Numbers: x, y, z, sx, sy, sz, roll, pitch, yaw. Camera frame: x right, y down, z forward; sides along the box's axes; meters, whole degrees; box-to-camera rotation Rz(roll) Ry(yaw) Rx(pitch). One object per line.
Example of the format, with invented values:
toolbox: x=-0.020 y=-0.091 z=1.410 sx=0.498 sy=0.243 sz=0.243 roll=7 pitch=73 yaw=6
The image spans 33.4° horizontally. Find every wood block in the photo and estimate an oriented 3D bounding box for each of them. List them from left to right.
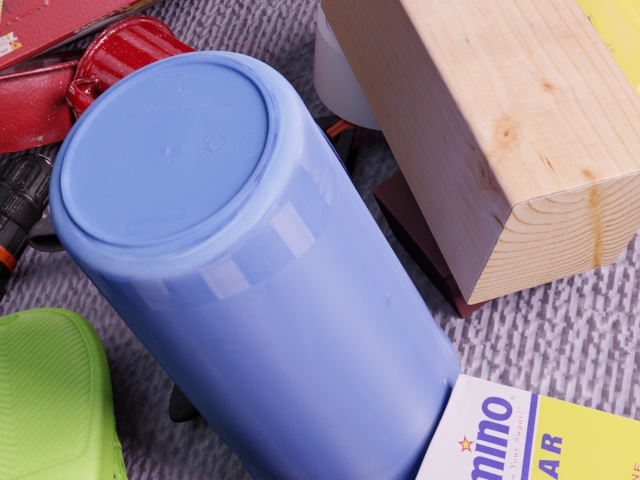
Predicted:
wood block: x=0.081 y=-0.085 z=0.547 sx=0.090 sy=0.091 sz=0.206 roll=-14 pitch=61 yaw=-17

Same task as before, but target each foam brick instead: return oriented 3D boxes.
foam brick: x=0.075 y=-0.006 z=0.600 sx=0.053 sy=0.051 sz=0.078 roll=-34 pitch=52 yaw=-2

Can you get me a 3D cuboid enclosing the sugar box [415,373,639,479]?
sugar box: x=0.131 y=0.129 z=0.491 sx=0.176 sy=0.048 sz=0.093 roll=12 pitch=65 yaw=28

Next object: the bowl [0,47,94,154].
bowl: x=-0.216 y=-0.096 z=0.753 sx=0.162 sy=0.055 sz=0.162 roll=-9 pitch=15 yaw=2

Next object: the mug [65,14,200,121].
mug: x=-0.111 y=-0.091 z=0.701 sx=0.082 sy=0.117 sz=0.093 roll=34 pitch=114 yaw=30

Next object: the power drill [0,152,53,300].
power drill: x=-0.292 y=0.001 z=0.750 sx=0.188 sy=0.057 sz=0.184 roll=15 pitch=63 yaw=31

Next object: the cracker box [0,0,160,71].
cracker box: x=-0.144 y=-0.190 z=0.733 sx=0.164 sy=0.072 sz=0.213 roll=-25 pitch=14 yaw=6

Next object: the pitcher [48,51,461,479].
pitcher: x=-0.021 y=0.018 z=0.503 sx=0.145 sy=0.242 sz=0.149 roll=-38 pitch=53 yaw=-6
